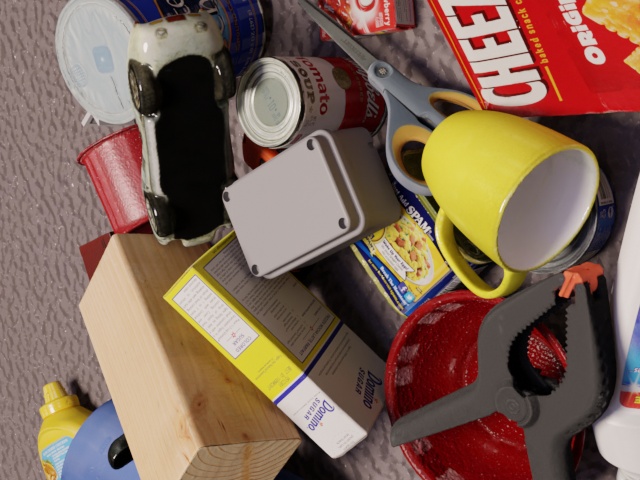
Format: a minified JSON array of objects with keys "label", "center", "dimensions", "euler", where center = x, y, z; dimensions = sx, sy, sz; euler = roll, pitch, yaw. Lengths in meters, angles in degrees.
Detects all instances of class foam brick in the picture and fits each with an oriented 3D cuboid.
[{"label":"foam brick","center":[-0.186,0.031,1.018],"dimensions":[0.053,0.051,0.078],"euler":[-22,83,40]}]

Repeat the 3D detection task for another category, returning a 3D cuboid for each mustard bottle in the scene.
[{"label":"mustard bottle","center":[-0.244,0.235,1.097],"dimensions":[0.096,0.058,0.192],"euler":[-34,75,40]}]

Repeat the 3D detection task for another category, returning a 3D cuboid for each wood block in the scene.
[{"label":"wood block","center":[-0.107,0.099,0.831],"dimensions":[0.091,0.090,0.206],"euler":[-57,46,33]}]

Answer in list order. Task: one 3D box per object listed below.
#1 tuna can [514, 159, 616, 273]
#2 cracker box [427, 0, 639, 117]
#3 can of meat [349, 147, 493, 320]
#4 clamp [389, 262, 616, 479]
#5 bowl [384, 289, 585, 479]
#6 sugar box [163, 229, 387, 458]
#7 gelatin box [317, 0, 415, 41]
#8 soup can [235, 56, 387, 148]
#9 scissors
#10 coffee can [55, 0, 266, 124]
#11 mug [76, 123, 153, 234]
[{"label":"tuna can","center":[0.156,-0.022,0.726],"dimensions":[0.086,0.033,0.086],"euler":[8,102,40]},{"label":"cracker box","center":[0.167,-0.153,0.616],"dimensions":[0.214,0.072,0.164],"euler":[1,138,40]},{"label":"can of meat","center":[0.074,-0.003,0.785],"dimensions":[0.084,0.057,0.102],"euler":[-48,67,37]},{"label":"clamp","center":[0.138,0.110,0.681],"dimensions":[0.165,0.036,0.210],"euler":[42,128,26]},{"label":"bowl","center":[0.125,0.111,0.759],"dimensions":[0.162,0.055,0.162],"euler":[8,102,40]},{"label":"sugar box","center":[-0.026,0.074,0.806],"dimensions":[0.176,0.093,0.048],"euler":[46,119,-2]},{"label":"gelatin box","center":[0.032,-0.199,0.806],"dimensions":[0.073,0.030,0.089],"euler":[-1,97,41]},{"label":"soup can","center":[-0.006,-0.106,0.806],"dimensions":[0.069,0.102,0.068],"euler":[8,102,40]},{"label":"scissors","center":[0.040,-0.102,0.766],"dimensions":[0.202,0.096,0.016],"euler":[31,157,14]},{"label":"coffee can","center":[-0.127,-0.163,0.862],"dimensions":[0.103,0.140,0.103],"euler":[18,122,31]},{"label":"mug","center":[-0.163,-0.050,0.969],"dimensions":[0.081,0.093,0.117],"euler":[66,161,5]}]
